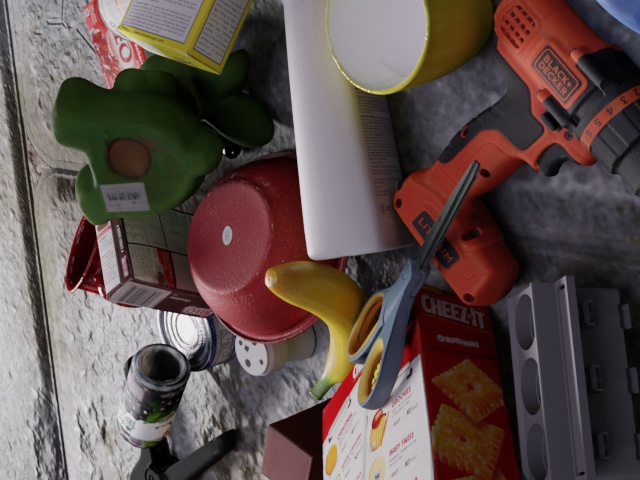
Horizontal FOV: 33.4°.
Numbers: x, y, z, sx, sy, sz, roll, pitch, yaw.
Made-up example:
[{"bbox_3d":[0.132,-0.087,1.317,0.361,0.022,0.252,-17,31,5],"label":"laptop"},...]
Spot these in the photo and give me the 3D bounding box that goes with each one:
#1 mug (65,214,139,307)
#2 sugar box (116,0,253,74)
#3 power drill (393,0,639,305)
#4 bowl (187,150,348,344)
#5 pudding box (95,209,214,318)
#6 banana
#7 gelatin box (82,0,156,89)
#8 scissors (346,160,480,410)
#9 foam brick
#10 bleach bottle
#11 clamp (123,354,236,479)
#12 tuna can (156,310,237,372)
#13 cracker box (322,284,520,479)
[{"bbox_3d":[-0.181,0.021,0.991,0.093,0.081,0.117,-60,27,24],"label":"mug"},{"bbox_3d":[-0.080,-0.222,0.811,0.093,0.048,0.176,25,88,39],"label":"sugar box"},{"bbox_3d":[0.141,-0.041,0.683,0.184,0.057,0.188,57,132,23],"label":"power drill"},{"bbox_3d":[-0.056,0.001,0.860,0.162,0.055,0.162,-9,75,38],"label":"bowl"},{"bbox_3d":[-0.138,0.015,0.933,0.039,0.113,0.090,-35,56,31],"label":"pudding box"},{"bbox_3d":[0.009,0.063,0.810,0.037,0.069,0.198,39,162,32],"label":"banana"},{"bbox_3d":[-0.181,-0.190,0.991,0.073,0.030,0.089,-18,89,47],"label":"gelatin box"},{"bbox_3d":[0.060,0.042,0.707,0.202,0.016,0.096,123,156,-51],"label":"scissors"},{"bbox_3d":[-0.002,0.174,0.882,0.053,0.078,0.051,31,122,36],"label":"foam brick"},{"bbox_3d":[0.014,-0.115,0.775,0.068,0.102,0.251,-8,90,21],"label":"bleach bottle"},{"bbox_3d":[-0.151,0.239,1.089,0.165,0.036,0.210,23,115,41],"label":"clamp"},{"bbox_3d":[-0.116,0.080,1.005,0.086,0.033,0.086,17,114,42],"label":"tuna can"},{"bbox_3d":[0.065,0.162,0.736,0.213,0.072,0.164,-91,24,-47],"label":"cracker box"}]
